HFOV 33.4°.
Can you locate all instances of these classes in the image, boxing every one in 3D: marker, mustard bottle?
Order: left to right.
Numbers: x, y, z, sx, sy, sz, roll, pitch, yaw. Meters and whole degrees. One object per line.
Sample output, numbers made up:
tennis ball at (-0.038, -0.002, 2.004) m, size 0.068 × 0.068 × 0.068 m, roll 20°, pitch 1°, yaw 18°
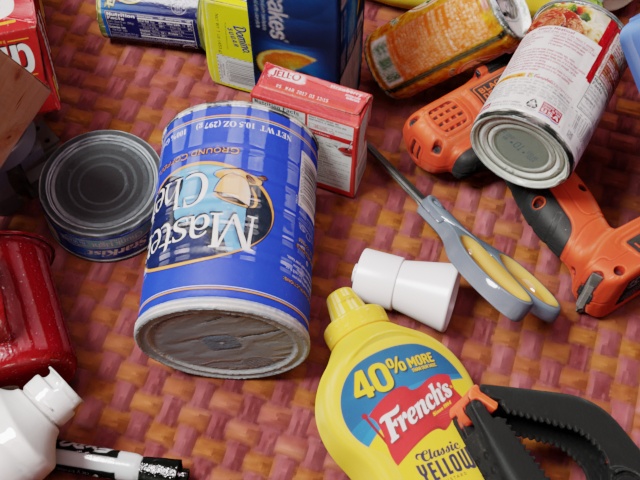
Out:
marker at (-0.137, 0.130, 0.629) m, size 0.121 × 0.020 × 0.020 m, roll 9°, pitch 61°, yaw 4°
mustard bottle at (0.051, 0.110, 0.620) m, size 0.096 × 0.058 × 0.192 m, roll -17°, pitch 61°, yaw -20°

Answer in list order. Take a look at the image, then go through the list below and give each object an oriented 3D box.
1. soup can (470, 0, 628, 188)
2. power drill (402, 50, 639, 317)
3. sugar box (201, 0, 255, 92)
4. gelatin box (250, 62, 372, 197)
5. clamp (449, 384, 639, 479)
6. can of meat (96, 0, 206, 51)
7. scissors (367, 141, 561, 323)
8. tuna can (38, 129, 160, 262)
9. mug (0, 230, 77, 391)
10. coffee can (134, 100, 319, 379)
soup can at (0.144, -0.091, 0.663) m, size 0.068 × 0.068 × 0.102 m, roll 26°, pitch 64°, yaw 13°
power drill at (0.176, -0.055, 0.716) m, size 0.184 × 0.057 × 0.188 m, roll -31°, pitch 64°, yaw -16°
sugar box at (-0.036, -0.204, 0.773) m, size 0.048 × 0.093 × 0.176 m, roll 16°, pitch 62°, yaw 7°
gelatin box at (-0.006, -0.072, 0.702) m, size 0.073 × 0.089 × 0.030 m, roll 19°, pitch 63°, yaw 9°
clamp at (0.160, 0.153, 0.573) m, size 0.210 × 0.036 × 0.164 m, roll 29°, pitch 49°, yaw 0°
can of meat at (-0.112, -0.191, 0.787) m, size 0.084 × 0.057 × 0.102 m, roll 8°, pitch 61°, yaw 7°
scissors at (0.091, -0.008, 0.702) m, size 0.016 × 0.096 × 0.202 m, roll -53°, pitch 37°, yaw 16°
tuna can at (-0.143, -0.031, 0.710) m, size 0.086 × 0.034 × 0.086 m, roll 0°, pitch 61°, yaw -1°
mug at (-0.190, 0.046, 0.623) m, size 0.093 × 0.117 × 0.081 m, roll -13°, pitch 66°, yaw -22°
coffee can at (-0.054, 0.001, 0.654) m, size 0.103 × 0.103 × 0.140 m, roll 3°, pitch 61°, yaw 1°
